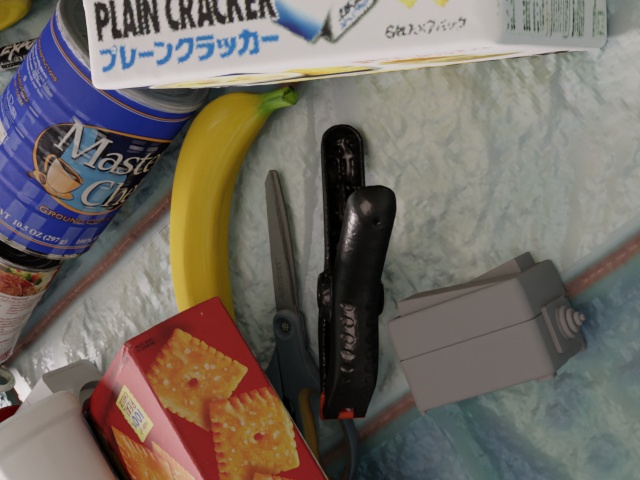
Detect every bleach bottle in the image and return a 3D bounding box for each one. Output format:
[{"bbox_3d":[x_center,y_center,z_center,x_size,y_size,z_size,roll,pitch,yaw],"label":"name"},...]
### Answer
[{"bbox_3d":[-0.118,0.219,0.647,0.251,0.068,0.103,55,153,11],"label":"bleach bottle"}]

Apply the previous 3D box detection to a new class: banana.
[{"bbox_3d":[-0.065,-0.011,0.658,0.070,0.037,0.198,34,122,40],"label":"banana"}]

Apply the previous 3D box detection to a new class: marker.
[{"bbox_3d":[-0.203,-0.128,0.735,0.121,0.020,0.020,-5,96,31],"label":"marker"}]

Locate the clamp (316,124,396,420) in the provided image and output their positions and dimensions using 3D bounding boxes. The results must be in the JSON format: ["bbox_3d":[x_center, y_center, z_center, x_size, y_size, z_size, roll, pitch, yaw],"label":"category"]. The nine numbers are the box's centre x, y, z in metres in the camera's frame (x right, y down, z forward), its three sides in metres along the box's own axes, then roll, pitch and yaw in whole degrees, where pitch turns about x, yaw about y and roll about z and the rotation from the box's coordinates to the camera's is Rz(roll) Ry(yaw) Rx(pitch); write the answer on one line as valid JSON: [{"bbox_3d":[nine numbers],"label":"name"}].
[{"bbox_3d":[0.018,0.028,0.590,0.039,0.120,0.171,-2,104,-2],"label":"clamp"}]

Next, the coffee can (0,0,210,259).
[{"bbox_3d":[-0.149,-0.071,0.665,0.103,0.102,0.140,50,119,13],"label":"coffee can"}]

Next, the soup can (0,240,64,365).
[{"bbox_3d":[-0.231,0.034,0.753,0.068,0.068,0.102,43,117,17],"label":"soup can"}]

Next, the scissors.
[{"bbox_3d":[-0.033,0.065,0.673,0.096,0.016,0.202,-20,89,32],"label":"scissors"}]

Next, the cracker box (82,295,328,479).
[{"bbox_3d":[-0.055,0.159,0.632,0.214,0.072,0.164,59,151,8],"label":"cracker box"}]
